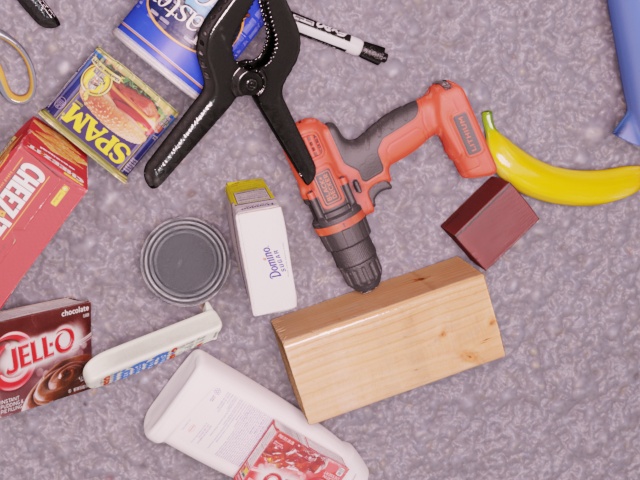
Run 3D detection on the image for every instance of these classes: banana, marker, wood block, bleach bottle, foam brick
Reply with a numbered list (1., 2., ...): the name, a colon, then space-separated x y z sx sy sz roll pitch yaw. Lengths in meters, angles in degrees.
1. banana: 0.247 -0.070 1.091 0.197 0.037 0.070 18 99 -14
2. marker: 0.009 -0.197 1.030 0.121 0.020 0.020 19 97 -14
3. wood block: 0.065 0.096 1.064 0.206 0.091 0.090 -19 104 -6
4. bleach bottle: -0.049 0.215 1.084 0.250 0.068 0.102 36 95 -18
5. foam brick: 0.171 -0.019 1.080 0.078 0.053 0.051 -44 106 2

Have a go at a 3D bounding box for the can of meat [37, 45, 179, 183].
1. can of meat: -0.195 -0.117 0.990 0.102 0.057 0.084 40 89 -16

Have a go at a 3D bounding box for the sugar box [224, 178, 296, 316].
1. sugar box: -0.056 0.001 0.977 0.048 0.176 0.093 -11 103 -8

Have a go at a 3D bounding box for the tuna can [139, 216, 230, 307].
1. tuna can: -0.130 0.022 1.029 0.086 0.034 0.086 1 83 -6

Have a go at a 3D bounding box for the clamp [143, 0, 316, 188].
1. clamp: -0.058 -0.137 0.940 0.164 0.036 0.210 4 113 -30

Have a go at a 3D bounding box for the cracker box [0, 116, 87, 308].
1. cracker box: -0.272 -0.015 0.914 0.072 0.214 0.164 36 93 -16

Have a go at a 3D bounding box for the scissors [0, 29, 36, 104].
1. scissors: -0.330 -0.201 0.950 0.096 0.016 0.201 -29 116 3

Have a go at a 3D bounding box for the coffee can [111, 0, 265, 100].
1. coffee can: -0.104 -0.209 0.963 0.102 0.103 0.140 38 92 -15

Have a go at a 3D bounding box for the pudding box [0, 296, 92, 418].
1. pudding box: -0.268 0.107 1.001 0.113 0.039 0.090 -14 110 -52

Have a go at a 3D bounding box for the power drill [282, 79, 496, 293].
1. power drill: 0.074 -0.061 1.050 0.187 0.057 0.184 -26 105 -4

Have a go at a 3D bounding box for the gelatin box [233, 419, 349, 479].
1. gelatin box: -0.028 0.229 1.043 0.089 0.030 0.073 33 96 -20
